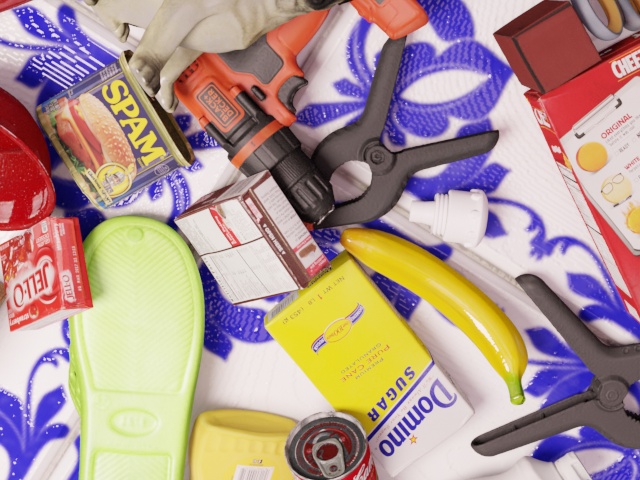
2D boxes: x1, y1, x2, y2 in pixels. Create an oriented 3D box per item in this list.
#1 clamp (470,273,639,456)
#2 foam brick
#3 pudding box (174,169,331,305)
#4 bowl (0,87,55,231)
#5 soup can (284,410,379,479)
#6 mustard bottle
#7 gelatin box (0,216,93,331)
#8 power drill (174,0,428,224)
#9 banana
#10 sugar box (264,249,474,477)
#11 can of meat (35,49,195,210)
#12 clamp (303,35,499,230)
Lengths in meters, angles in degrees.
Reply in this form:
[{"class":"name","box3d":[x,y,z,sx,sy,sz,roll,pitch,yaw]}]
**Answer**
[{"class":"clamp","box3d":[0.237,0.135,0.914,0.210,0.036,0.165,19,103,-3]},{"class":"foam brick","box3d":[0.174,-0.151,0.827,0.053,0.078,0.051,-32,103,7]},{"class":"pudding box","box3d":[-0.056,0.001,0.837,0.039,0.114,0.090,-42,105,-30]},{"class":"bowl","box3d":[-0.269,-0.076,0.812,0.162,0.055,0.162,12,146,8]},{"class":"soup can","box3d":[0.014,0.199,0.883,0.068,0.068,0.102,-15,132,1]},{"class":"mustard bottle","box3d":[-0.080,0.242,0.912,0.096,0.058,0.192,9,103,-26]},{"class":"gelatin box","box3d":[-0.217,0.027,0.837,0.030,0.089,0.073,-1,76,-43]},{"class":"power drill","box3d":[-0.009,-0.131,0.819,0.188,0.057,0.184,-43,90,8]},{"class":"banana","box3d":[0.103,0.048,0.873,0.198,0.069,0.037,41,114,5]},{"class":"sugar box","box3d":[0.042,0.104,0.895,0.093,0.048,0.176,-39,100,6]},{"class":"can of meat","box3d":[-0.161,-0.085,0.839,0.084,0.057,0.102,-28,102,7]},{"class":"clamp","box3d":[0.044,-0.080,0.858,0.171,0.039,0.120,-35,89,4]}]
